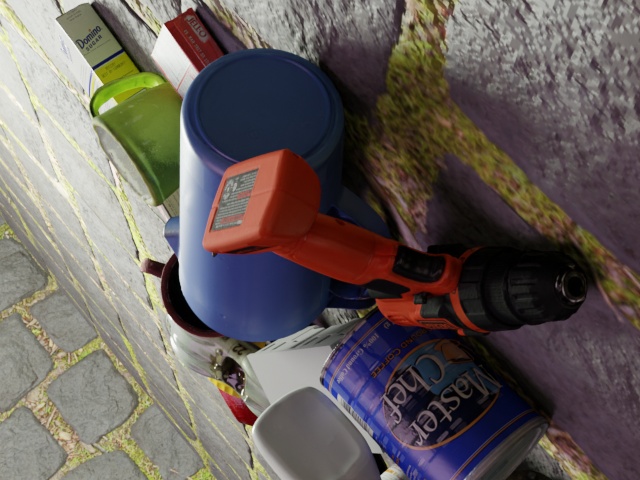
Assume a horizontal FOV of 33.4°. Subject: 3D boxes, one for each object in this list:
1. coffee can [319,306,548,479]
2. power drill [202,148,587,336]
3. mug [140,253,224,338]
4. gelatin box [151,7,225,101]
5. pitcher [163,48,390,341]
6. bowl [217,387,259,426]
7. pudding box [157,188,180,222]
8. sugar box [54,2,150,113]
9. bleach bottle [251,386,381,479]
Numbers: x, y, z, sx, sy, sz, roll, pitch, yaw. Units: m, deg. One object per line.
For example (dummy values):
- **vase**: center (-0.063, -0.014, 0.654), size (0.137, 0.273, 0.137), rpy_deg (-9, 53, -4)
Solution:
- **coffee can**: center (0.083, 0.122, 0.794), size (0.140, 0.102, 0.103), rpy_deg (45, 161, 23)
- **power drill**: center (0.038, 0.008, 0.629), size (0.187, 0.057, 0.185), rpy_deg (24, 164, -24)
- **mug**: center (-0.114, 0.042, 1.009), size (0.117, 0.093, 0.081), rpy_deg (16, 175, -3)
- **gelatin box**: center (-0.101, -0.141, 0.871), size (0.073, 0.030, 0.089), rpy_deg (55, 162, -3)
- **pitcher**: center (-0.034, -0.026, 0.791), size (0.243, 0.149, 0.145), rpy_deg (98, 150, -62)
- **bowl**: center (-0.107, 0.191, 1.430), size (0.162, 0.055, 0.162), rpy_deg (60, 175, 8)
- **pudding box**: center (-0.147, -0.020, 1.177), size (0.113, 0.039, 0.090), rpy_deg (55, 171, 15)
- **sugar box**: center (-0.204, -0.150, 1.091), size (0.176, 0.048, 0.093), rpy_deg (56, 163, 0)
- **bleach bottle**: center (0.024, 0.230, 0.885), size (0.103, 0.068, 0.251), rpy_deg (42, 161, 40)
